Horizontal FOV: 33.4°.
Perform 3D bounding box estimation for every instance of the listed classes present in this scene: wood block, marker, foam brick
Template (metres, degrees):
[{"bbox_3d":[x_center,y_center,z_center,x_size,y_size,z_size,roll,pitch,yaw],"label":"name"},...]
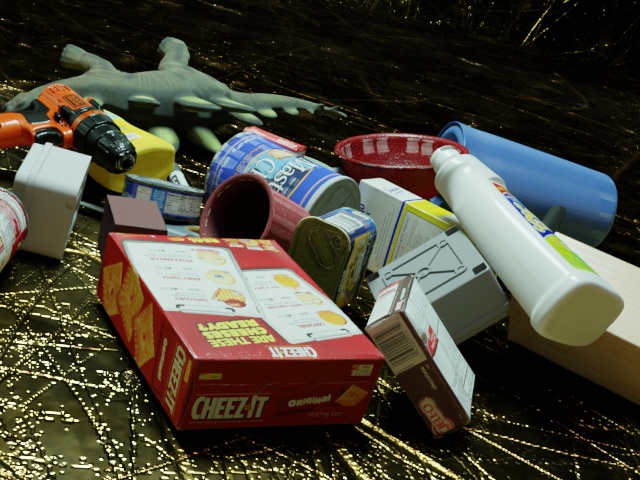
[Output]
[{"bbox_3d":[0.296,0.087,1.037,0.206,0.090,0.090,27,56,27],"label":"wood block"},{"bbox_3d":[-0.162,-0.063,1.237,0.020,0.020,0.121,8,21,-21],"label":"marker"},{"bbox_3d":[-0.180,-0.004,1.018,0.051,0.053,0.078,8,22,-20],"label":"foam brick"}]

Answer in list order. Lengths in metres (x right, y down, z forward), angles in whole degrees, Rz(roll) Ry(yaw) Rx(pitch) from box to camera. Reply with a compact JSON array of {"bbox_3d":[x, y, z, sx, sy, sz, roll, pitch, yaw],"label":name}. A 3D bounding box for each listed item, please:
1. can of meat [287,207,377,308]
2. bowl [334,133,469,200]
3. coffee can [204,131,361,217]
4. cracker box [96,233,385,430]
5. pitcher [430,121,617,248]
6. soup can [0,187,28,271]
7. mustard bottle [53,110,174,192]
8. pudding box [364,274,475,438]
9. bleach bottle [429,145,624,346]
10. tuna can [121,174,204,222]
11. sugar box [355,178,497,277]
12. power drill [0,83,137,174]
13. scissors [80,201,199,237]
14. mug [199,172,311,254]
[{"bbox_3d":[0.008,0.022,1.021,0.057,0.102,0.083,24,19,19],"label":"can of meat"},{"bbox_3d":[0.097,-0.085,1.287,0.162,0.055,0.162,1,20,0],"label":"bowl"},{"bbox_3d":[-0.042,-0.047,1.162,0.140,0.103,0.102,28,23,30],"label":"coffee can"},{"bbox_3d":[-0.074,0.070,0.876,0.163,0.072,0.214,3,24,-30],"label":"cracker box"},{"bbox_3d":[0.262,-0.071,1.419,0.242,0.149,0.145,14,-12,-16],"label":"pitcher"},{"bbox_3d":[-0.292,0.000,0.900,0.068,0.068,0.102,14,20,-5],"label":"soup can"},{"bbox_3d":[-0.265,-0.118,1.248,0.192,0.058,0.096,30,37,33],"label":"mustard bottle"},{"bbox_3d":[0.086,0.095,0.890,0.113,0.039,0.090,59,17,-10],"label":"pudding box"},{"bbox_3d":[0.176,-0.010,1.015,0.102,0.068,0.251,21,25,-46],"label":"bleach bottle"},{"bbox_3d":[-0.168,-0.045,1.134,0.086,0.034,0.086,13,5,-1],"label":"tuna can"},{"bbox_3d":[0.108,0.007,1.145,0.176,0.093,0.048,32,25,36],"label":"sugar box"},{"bbox_3d":[-0.307,-0.102,1.120,0.187,0.057,0.185,-16,35,-33],"label":"power drill"},{"bbox_3d":[-0.172,-0.007,1.086,0.201,0.016,0.096,13,20,-8],"label":"scissors"},{"bbox_3d":[-0.057,0.001,1.045,0.081,0.093,0.117,28,47,-49],"label":"mug"}]
